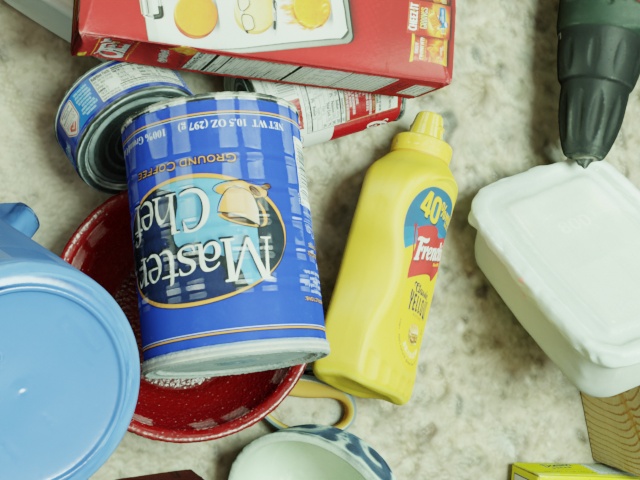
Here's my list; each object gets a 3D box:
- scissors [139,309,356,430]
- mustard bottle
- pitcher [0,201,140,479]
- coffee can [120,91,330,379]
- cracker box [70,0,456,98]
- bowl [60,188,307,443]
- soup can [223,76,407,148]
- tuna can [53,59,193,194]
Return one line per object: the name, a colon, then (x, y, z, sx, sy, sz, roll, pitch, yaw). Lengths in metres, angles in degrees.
scissors: (-0.063, 0.074, 0.700, 0.201, 0.016, 0.096, 20, 82, -17)
mustard bottle: (0.049, 0.006, 0.696, 0.096, 0.058, 0.191, 38, 63, -59)
pitcher: (-0.190, 0.053, 0.532, 0.144, 0.243, 0.149, 10, 92, -32)
coffee can: (-0.054, 0.001, 0.595, 0.102, 0.103, 0.140, -4, 78, -18)
cracker box: (-0.029, -0.176, 0.612, 0.213, 0.072, 0.164, 5, 86, -18)
bowl: (-0.085, 0.045, 0.661, 0.162, 0.055, 0.162, 3, 76, -13)
soup can: (-0.004, -0.096, 0.691, 0.102, 0.069, 0.068, -19, 96, -16)
tuna can: (-0.114, -0.069, 0.646, 0.086, 0.086, 0.034, -26, 57, -16)
